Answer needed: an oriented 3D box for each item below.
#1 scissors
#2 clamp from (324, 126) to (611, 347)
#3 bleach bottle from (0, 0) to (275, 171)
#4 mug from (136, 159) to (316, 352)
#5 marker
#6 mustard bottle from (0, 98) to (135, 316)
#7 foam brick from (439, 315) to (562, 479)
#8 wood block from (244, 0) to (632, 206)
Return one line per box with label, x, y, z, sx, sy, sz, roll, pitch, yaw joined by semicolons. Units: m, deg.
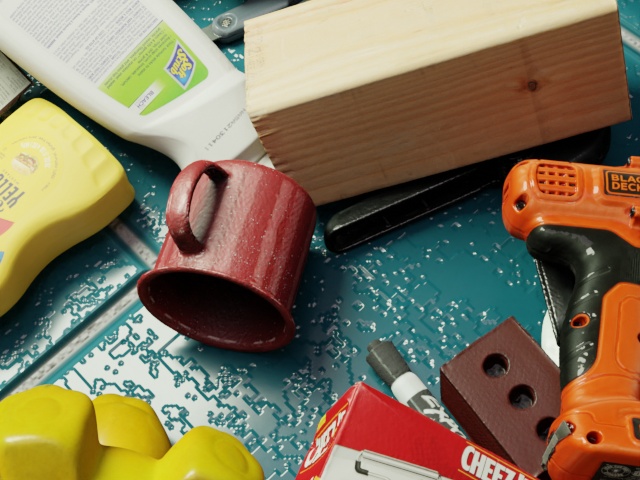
scissors;-0.047;-0.140;0.737;0.201;0.016;0.096;-38;65;-13
clamp;0.108;-0.046;0.659;0.165;0.036;0.209;16;63;21
bleach bottle;-0.126;-0.111;0.665;0.251;0.068;0.102;43;91;-3
mug;-0.054;0.001;0.610;0.093;0.117;0.081;-1;55;27
marker;0.065;0.102;0.595;0.020;0.020;0.121;-33;64;-11
mustard bottle;-0.214;0.001;0.657;0.096;0.058;0.191;39;73;23
foam brick;0.107;0.093;0.577;0.053;0.051;0.078;-34;64;-11
wood block;0.067;-0.101;0.632;0.206;0.090;0.090;-15;47;11
